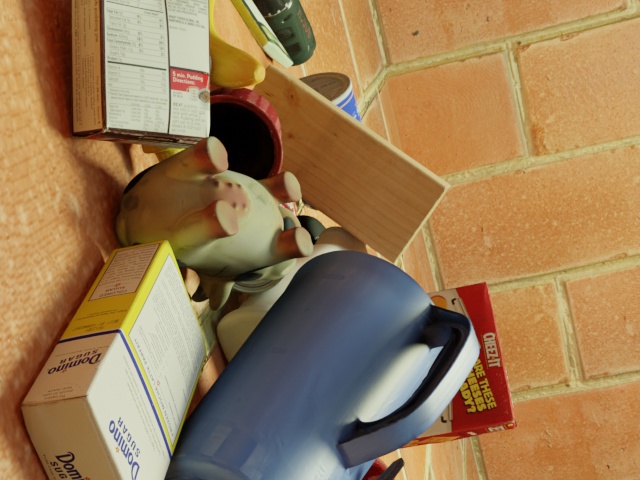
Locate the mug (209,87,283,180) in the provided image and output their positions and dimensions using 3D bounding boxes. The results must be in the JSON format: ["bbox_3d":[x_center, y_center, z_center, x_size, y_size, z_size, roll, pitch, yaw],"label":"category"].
[{"bbox_3d":[-0.078,-0.072,0.893,0.081,0.093,0.117,-84,-172,-72],"label":"mug"}]

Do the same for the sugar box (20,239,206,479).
[{"bbox_3d":[-0.113,0.081,0.622,0.176,0.048,0.093,-72,149,-62],"label":"sugar box"}]

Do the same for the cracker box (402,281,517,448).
[{"bbox_3d":[0.105,0.152,1.229,0.072,0.214,0.164,48,32,-69],"label":"cracker box"}]

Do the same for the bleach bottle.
[{"bbox_3d":[-0.008,0.048,0.987,0.102,0.068,0.250,67,27,-19],"label":"bleach bottle"}]

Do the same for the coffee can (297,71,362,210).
[{"bbox_3d":[0.006,-0.123,1.321,0.102,0.103,0.140,-85,160,-57],"label":"coffee can"}]

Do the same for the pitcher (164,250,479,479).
[{"bbox_3d":[-0.006,0.117,0.718,0.242,0.145,0.149,-49,170,-51],"label":"pitcher"}]

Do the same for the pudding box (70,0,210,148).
[{"bbox_3d":[-0.116,-0.119,0.694,0.089,0.039,0.113,1,86,-46],"label":"pudding box"}]

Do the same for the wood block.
[{"bbox_3d":[0.017,-0.076,1.051,0.206,0.090,0.090,35,10,5],"label":"wood block"}]

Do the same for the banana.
[{"bbox_3d":[-0.095,-0.179,0.914,0.037,0.070,0.198,31,27,-38],"label":"banana"}]
